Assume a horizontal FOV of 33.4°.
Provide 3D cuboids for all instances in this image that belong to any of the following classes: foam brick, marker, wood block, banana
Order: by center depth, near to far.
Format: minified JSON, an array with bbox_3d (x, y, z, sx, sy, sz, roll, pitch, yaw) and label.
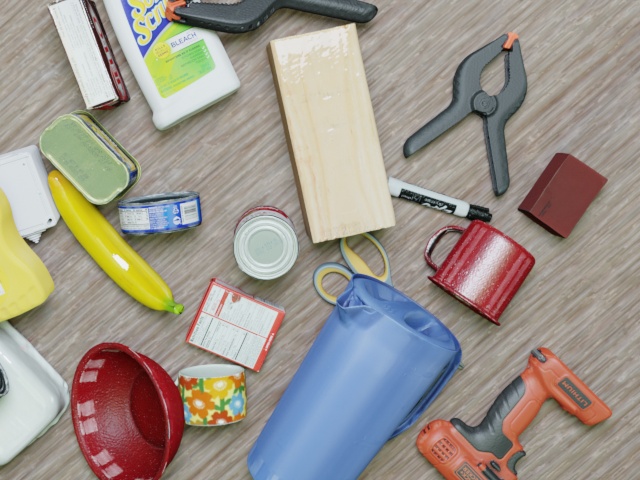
[{"bbox_3d":[0.010,-0.110,1.105,0.090,0.091,0.206,-12,97,-3],"label":"wood block"},{"bbox_3d":[-0.216,0.007,1.120,0.198,0.070,0.037,46,56,-2],"label":"banana"},{"bbox_3d":[0.259,-0.049,1.147,0.053,0.051,0.078,35,93,-6],"label":"foam brick"},{"bbox_3d":[0.128,-0.042,1.156,0.121,0.020,0.020,17,96,-5],"label":"marker"}]

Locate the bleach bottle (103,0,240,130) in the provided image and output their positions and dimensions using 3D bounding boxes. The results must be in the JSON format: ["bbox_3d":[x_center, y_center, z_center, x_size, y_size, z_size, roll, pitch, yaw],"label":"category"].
[{"bbox_3d":[-0.182,-0.246,1.092,0.102,0.068,0.251,-29,96,-4],"label":"bleach bottle"}]

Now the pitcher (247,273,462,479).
[{"bbox_3d":[0.035,0.169,1.122,0.149,0.145,0.243,34,103,4],"label":"pitcher"}]

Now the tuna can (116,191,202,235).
[{"bbox_3d":[-0.166,-0.029,1.107,0.086,0.086,0.034,-6,99,-3],"label":"tuna can"}]

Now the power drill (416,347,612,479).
[{"bbox_3d":[0.227,0.226,1.176,0.187,0.057,0.184,-44,97,2],"label":"power drill"}]

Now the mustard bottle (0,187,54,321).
[{"bbox_3d":[-0.348,-0.012,1.056,0.096,0.058,0.191,-20,107,16],"label":"mustard bottle"}]

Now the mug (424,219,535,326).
[{"bbox_3d":[0.165,0.026,1.140,0.117,0.093,0.081,34,89,29],"label":"mug"}]

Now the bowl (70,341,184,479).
[{"bbox_3d":[-0.193,0.182,1.122,0.162,0.055,0.162,6,99,40],"label":"bowl"}]

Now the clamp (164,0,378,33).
[{"bbox_3d":[-0.062,-0.275,1.077,0.209,0.036,0.164,-17,82,-15],"label":"clamp"}]

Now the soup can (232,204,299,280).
[{"bbox_3d":[-0.057,0.001,1.109,0.068,0.102,0.068,0,97,-3],"label":"soup can"}]

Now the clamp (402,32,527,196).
[{"bbox_3d":[0.161,-0.142,1.137,0.120,0.039,0.171,14,90,-9],"label":"clamp"}]

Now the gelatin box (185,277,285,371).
[{"bbox_3d":[-0.092,0.091,1.154,0.089,0.030,0.073,23,96,-6],"label":"gelatin box"}]

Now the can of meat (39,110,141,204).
[{"bbox_3d":[-0.237,-0.085,1.097,0.057,0.084,0.102,-44,98,2],"label":"can of meat"}]

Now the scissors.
[{"bbox_3d":[0.067,0.080,1.170,0.096,0.016,0.202,-31,98,2],"label":"scissors"}]

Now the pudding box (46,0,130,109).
[{"bbox_3d":[-0.233,-0.189,1.081,0.039,0.090,0.113,-22,97,0],"label":"pudding box"}]
